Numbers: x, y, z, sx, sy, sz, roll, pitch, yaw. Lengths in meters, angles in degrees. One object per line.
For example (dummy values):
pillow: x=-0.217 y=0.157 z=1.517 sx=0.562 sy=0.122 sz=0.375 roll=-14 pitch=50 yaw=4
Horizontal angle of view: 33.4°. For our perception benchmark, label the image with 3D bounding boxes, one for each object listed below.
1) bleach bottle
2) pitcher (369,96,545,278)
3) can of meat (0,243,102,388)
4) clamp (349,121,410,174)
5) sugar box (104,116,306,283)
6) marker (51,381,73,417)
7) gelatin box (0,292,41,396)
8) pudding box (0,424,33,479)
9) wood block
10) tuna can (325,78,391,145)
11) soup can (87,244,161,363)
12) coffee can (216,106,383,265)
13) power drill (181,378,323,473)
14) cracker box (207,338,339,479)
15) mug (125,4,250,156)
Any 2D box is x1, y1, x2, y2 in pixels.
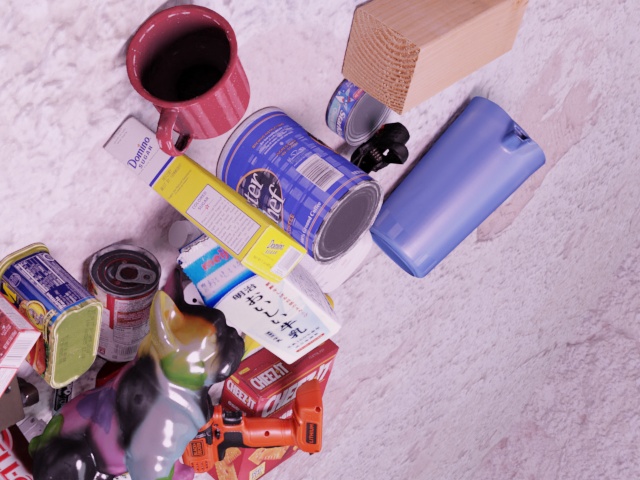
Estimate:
bleach bottle: x=-0.058 y=0.001 z=1.161 sx=0.250 sy=0.068 sz=0.103 roll=10 pitch=127 yaw=-49
pitcher: x=0.178 y=-0.068 z=1.461 sx=0.243 sy=0.145 sz=0.149 roll=-46 pitch=143 yaw=-4
can of meat: x=-0.240 y=0.068 z=0.941 sx=0.057 sy=0.084 sz=0.102 roll=-29 pitch=148 yaw=-40
clamp: x=0.070 y=-0.101 z=1.229 sx=0.120 sy=0.039 sz=0.171 roll=-22 pitch=-160 yaw=33
sugar box: x=-0.100 y=-0.036 z=0.930 sx=0.048 sy=0.176 sz=0.093 roll=-50 pitch=157 yaw=1
marker: x=-0.260 y=0.139 z=1.086 sx=0.020 sy=0.020 sz=0.121 roll=-29 pitch=147 yaw=-41
gelatin box: x=-0.288 y=0.090 z=0.901 sx=0.089 sy=0.073 sz=0.030 roll=-56 pitch=155 yaw=11
pudding box: x=-0.308 y=0.231 z=1.013 sx=0.089 sy=0.113 sz=0.039 roll=-26 pitch=163 yaw=-45
wood block: x=0.130 y=-0.231 z=1.172 sx=0.205 sy=0.090 sz=0.091 roll=-34 pitch=151 yaw=-36
tuna can: x=0.046 y=-0.152 z=1.203 sx=0.086 sy=0.034 sz=0.086 roll=-40 pitch=154 yaw=-25
soup can: x=-0.193 y=0.063 z=1.038 sx=0.068 sy=0.069 sz=0.102 roll=-32 pitch=150 yaw=-38
coffee can: x=-0.021 y=-0.056 z=1.086 sx=0.102 sy=0.140 sz=0.103 roll=-40 pitch=154 yaw=-25
power drill: x=-0.092 y=0.220 z=1.345 sx=0.187 sy=0.057 sz=0.184 roll=-4 pitch=135 yaw=-4
cracker box: x=-0.068 y=0.238 z=1.501 sx=0.163 sy=0.072 sz=0.214 roll=-29 pitch=147 yaw=-42
mug: x=-0.108 y=-0.124 z=0.888 sx=0.081 sy=0.093 sz=0.117 roll=64 pitch=38 yaw=-69
